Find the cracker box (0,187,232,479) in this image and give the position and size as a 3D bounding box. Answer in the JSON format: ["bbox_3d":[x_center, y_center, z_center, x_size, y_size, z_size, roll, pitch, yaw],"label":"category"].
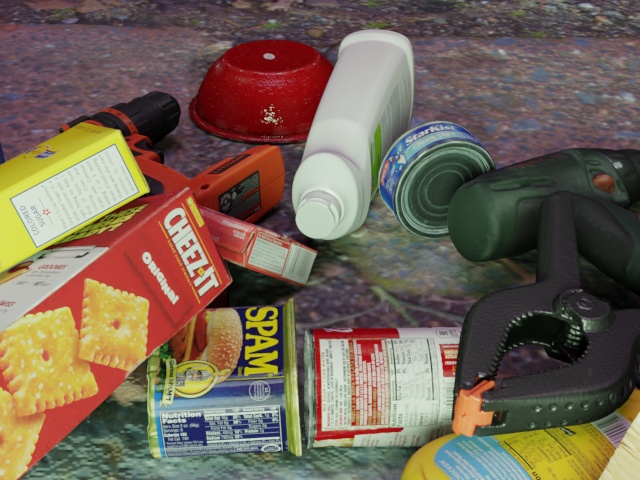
[{"bbox_3d":[-0.174,0.059,0.578,0.164,0.072,0.213,-8,24,39],"label":"cracker box"}]

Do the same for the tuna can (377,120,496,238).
[{"bbox_3d":[0.089,-0.045,0.805,0.086,0.086,0.034,-9,33,-15],"label":"tuna can"}]

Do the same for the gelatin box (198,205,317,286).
[{"bbox_3d":[-0.055,0.001,0.737,0.073,0.030,0.089,19,-2,30],"label":"gelatin box"}]

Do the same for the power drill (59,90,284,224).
[{"bbox_3d":[-0.125,-0.062,0.862,0.188,0.057,0.184,16,37,29],"label":"power drill"}]

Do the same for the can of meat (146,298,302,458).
[{"bbox_3d":[-0.054,0.080,0.621,0.084,0.057,0.102,-3,30,-1],"label":"can of meat"}]

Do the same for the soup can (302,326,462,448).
[{"bbox_3d":[0.042,0.083,0.604,0.102,0.068,0.068,-1,30,-3],"label":"soup can"}]

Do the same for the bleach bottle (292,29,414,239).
[{"bbox_3d":[0.024,-0.081,0.848,0.068,0.102,0.250,3,29,13],"label":"bleach bottle"}]

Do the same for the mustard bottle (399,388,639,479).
[{"bbox_3d":[0.097,0.132,0.530,0.191,0.058,0.096,-13,39,-23],"label":"mustard bottle"}]

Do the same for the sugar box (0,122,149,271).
[{"bbox_3d":[-0.192,-0.008,0.598,0.176,0.048,0.093,-29,19,-19],"label":"sugar box"}]

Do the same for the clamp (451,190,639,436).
[{"bbox_3d":[0.136,0.041,0.588,0.209,0.036,0.165,-22,44,-33],"label":"clamp"}]

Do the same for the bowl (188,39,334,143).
[{"bbox_3d":[-0.046,-0.150,1.013,0.162,0.055,0.162,0,30,0],"label":"bowl"}]
